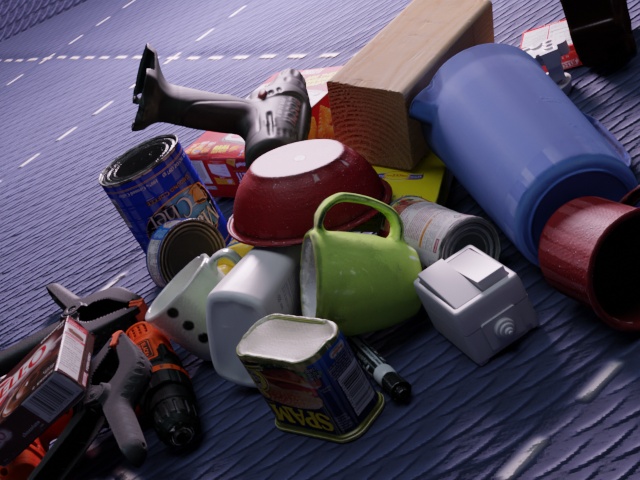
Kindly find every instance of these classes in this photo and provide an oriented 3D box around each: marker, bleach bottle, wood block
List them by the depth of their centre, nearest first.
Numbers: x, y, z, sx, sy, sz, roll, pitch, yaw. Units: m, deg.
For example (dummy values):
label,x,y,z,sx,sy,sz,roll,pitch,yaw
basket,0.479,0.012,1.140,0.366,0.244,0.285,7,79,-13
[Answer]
label,x,y,z,sx,sy,sz,roll,pitch,yaw
marker,0.045,0.103,0.888,0.020,0.020,0.121,-33,26,-8
bleach bottle,-0.023,0.029,1.024,0.068,0.102,0.250,7,30,22
wood block,0.100,-0.170,1.113,0.090,0.091,0.205,14,42,30

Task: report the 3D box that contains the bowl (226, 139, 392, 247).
label,x,y,z,sx,sy,sz,roll,pitch,yaw
bowl,-0.016,-0.053,1.004,0.162,0.055,0.162,-12,24,5

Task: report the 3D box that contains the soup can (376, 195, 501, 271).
label,x,y,z,sx,sy,sz,roll,pitch,yaw
soup can,0.106,0.002,0.957,0.068,0.068,0.102,-37,28,-17

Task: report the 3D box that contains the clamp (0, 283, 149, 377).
label,x,y,z,sx,sy,sz,roll,pitch,yaw
clamp,-0.276,0.087,1.221,0.210,0.036,0.164,-14,30,24

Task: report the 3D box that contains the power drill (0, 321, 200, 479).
label,x,y,z,sx,sy,sz,roll,pitch,yaw
power drill,-0.205,0.167,0.985,0.187,0.057,0.184,-30,28,-5

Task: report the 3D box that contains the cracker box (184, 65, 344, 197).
label,x,y,z,sx,sy,sz,roll,pitch,yaw
cracker box,-0.054,-0.139,1.370,0.164,0.072,0.213,4,40,46

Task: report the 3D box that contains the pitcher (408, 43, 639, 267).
label,x,y,z,sx,sy,sz,roll,pitch,yaw
pitcher,0.193,-0.074,0.948,0.149,0.145,0.243,-35,31,8

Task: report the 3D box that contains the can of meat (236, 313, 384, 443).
label,x,y,z,sx,sy,sz,roll,pitch,yaw
can of meat,-0.010,0.109,0.859,0.102,0.084,0.057,2,39,46

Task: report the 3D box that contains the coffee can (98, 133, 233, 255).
label,x,y,z,sx,sy,sz,roll,pitch,yaw
coffee can,-0.174,-0.036,1.224,0.103,0.140,0.103,-23,26,12

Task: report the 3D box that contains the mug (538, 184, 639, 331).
label,x,y,z,sx,sy,sz,roll,pitch,yaw
mug,0.224,0.003,0.801,0.117,0.093,0.082,-55,23,-1

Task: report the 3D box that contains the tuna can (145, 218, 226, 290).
label,x,y,z,sx,sy,sz,roll,pitch,yaw
tuna can,-0.146,0.018,1.160,0.086,0.086,0.034,-43,27,-27

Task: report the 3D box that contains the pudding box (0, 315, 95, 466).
label,x,y,z,sx,sy,sz,roll,pitch,yaw
pudding box,-0.251,0.133,0.943,0.114,0.039,0.090,-40,25,15

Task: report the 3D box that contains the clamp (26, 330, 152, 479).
label,x,y,z,sx,sy,sz,roll,pitch,yaw
clamp,-0.193,0.150,0.916,0.120,0.039,0.171,-23,30,12

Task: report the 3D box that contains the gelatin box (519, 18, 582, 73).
label,x,y,z,sx,sy,sz,roll,pitch,yaw
gelatin box,0.271,-0.224,1.244,0.073,0.030,0.089,-14,29,25

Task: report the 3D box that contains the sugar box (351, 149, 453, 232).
label,x,y,z,sx,sy,sz,roll,pitch,yaw
sugar box,0.090,-0.076,1.105,0.093,0.048,0.176,2,41,15
